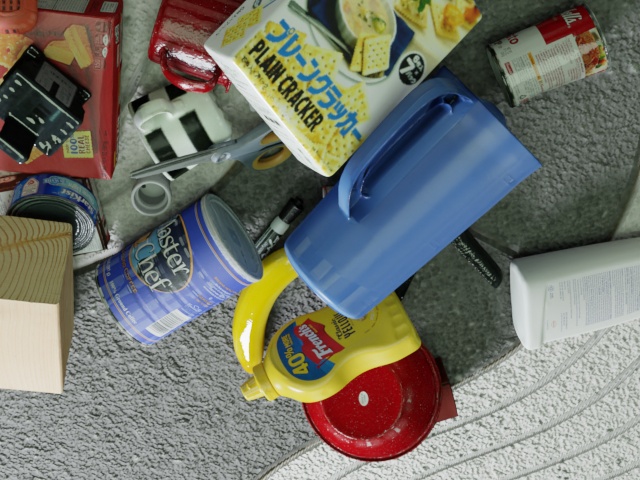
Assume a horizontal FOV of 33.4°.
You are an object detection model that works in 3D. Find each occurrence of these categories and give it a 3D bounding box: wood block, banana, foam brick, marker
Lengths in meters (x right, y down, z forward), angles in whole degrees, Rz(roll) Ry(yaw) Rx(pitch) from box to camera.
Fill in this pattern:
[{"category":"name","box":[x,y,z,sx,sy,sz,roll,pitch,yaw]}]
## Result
[{"category":"wood block","box":[-0.296,0.068,1.057,0.090,0.090,0.206,7,148,-8]},{"category":"banana","box":[-0.054,0.067,1.147,0.069,0.037,0.198,34,122,-3]},{"category":"foam brick","box":[0.113,0.177,1.222,0.078,0.053,0.051,-18,118,6]},{"category":"marker","box":[-0.057,0.001,1.134,0.020,0.020,0.121,33,110,-20]}]

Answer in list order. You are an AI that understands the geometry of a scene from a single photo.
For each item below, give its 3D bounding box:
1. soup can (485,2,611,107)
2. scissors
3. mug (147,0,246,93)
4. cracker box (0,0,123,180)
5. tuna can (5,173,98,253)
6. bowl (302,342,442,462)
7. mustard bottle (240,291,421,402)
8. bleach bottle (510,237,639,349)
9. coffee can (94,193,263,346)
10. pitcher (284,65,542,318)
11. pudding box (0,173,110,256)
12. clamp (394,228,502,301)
[{"category":"soup can","box":[0.220,-0.178,1.036,0.102,0.068,0.068,-23,117,8]},{"category":"scissors","box":[-0.092,-0.078,1.033,0.201,0.016,0.096,-25,160,-20]},{"category":"mug","box":[-0.113,-0.184,0.983,0.081,0.117,0.093,17,147,-8]},{"category":"cracker box","box":[-0.297,-0.150,1.005,0.213,0.072,0.164,4,116,-6]},{"category":"tuna can","box":[-0.259,-0.025,1.034,0.086,0.033,0.086,0,139,0]},{"category":"bowl","box":[0.050,0.168,1.167,0.162,0.055,0.162,0,91,14]},{"category":"mustard bottle","box":[0.003,0.116,1.123,0.191,0.096,0.058,-29,142,3]},{"category":"bleach bottle","box":[0.338,0.048,1.168,0.251,0.068,0.102,-10,118,-2]},{"category":"coffee can","box":[-0.144,0.031,1.095,0.140,0.103,0.102,-32,116,12]},{"category":"pitcher","box":[0.077,-0.044,1.021,0.149,0.145,0.243,44,100,-12]},{"category":"pudding box","box":[-0.281,-0.025,1.091,0.113,0.039,0.090,-10,119,2]},{"category":"clamp","box":[0.134,-0.013,1.130,0.120,0.039,0.171,-3,118,-1]}]
